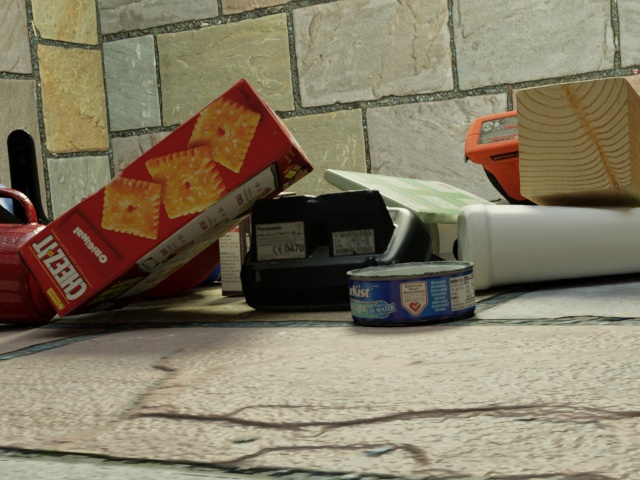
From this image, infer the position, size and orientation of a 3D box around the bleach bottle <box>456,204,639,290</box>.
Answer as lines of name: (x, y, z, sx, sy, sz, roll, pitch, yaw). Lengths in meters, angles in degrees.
bleach bottle: (0.239, 0.000, 0.853, 0.251, 0.068, 0.102, -3, 2, 3)

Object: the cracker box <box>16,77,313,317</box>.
cracker box: (-0.115, -0.030, 0.850, 0.214, 0.072, 0.164, -36, -5, 3)

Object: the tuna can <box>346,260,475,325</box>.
tuna can: (0.062, 0.035, 0.721, 0.086, 0.034, 0.086, -5, 3, 0)

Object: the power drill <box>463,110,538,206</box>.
power drill: (0.254, -0.065, 1.187, 0.185, 0.057, 0.187, -8, -42, 29)

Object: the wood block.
wood block: (0.245, -0.069, 0.930, 0.090, 0.091, 0.205, -4, -9, 26)

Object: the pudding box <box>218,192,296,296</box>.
pudding box: (-0.057, 0.001, 1.009, 0.039, 0.090, 0.113, -2, 4, 20)

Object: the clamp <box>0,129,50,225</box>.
clamp: (-0.276, -0.004, 0.982, 0.039, 0.171, 0.120, -2, 27, 18)

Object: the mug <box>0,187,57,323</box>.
mug: (-0.260, 0.015, 0.880, 0.081, 0.117, 0.093, 1, -2, 12)
